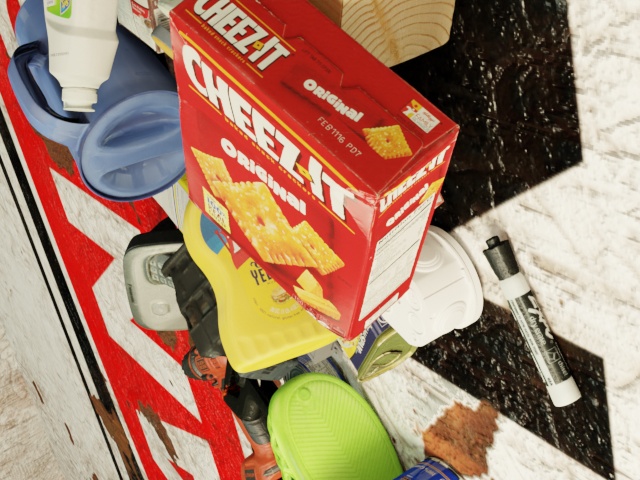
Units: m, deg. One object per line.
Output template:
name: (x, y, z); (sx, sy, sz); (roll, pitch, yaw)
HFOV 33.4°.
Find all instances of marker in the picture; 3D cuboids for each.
marker: (0.140, 0.053, 0.711); (0.121, 0.020, 0.020); (64, 156, -2)

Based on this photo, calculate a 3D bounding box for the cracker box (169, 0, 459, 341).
cracker box: (-0.012, -0.045, 0.659); (0.164, 0.072, 0.214); (42, 159, 16)

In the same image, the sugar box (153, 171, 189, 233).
sugar box: (-0.123, -0.035, 1.123); (0.176, 0.048, 0.093); (50, 153, 35)

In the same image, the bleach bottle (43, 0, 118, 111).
bleach bottle: (-0.216, -0.242, 0.954); (0.103, 0.067, 0.251); (6, 95, 55)

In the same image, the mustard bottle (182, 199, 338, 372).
mustard bottle: (-0.055, 0.001, 0.843); (0.192, 0.096, 0.058); (68, 160, 13)

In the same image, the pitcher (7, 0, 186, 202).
pitcher: (-0.232, -0.164, 1.085); (0.243, 0.145, 0.149); (53, 171, 35)

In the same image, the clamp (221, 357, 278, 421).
clamp: (-0.072, 0.127, 1.130); (0.210, 0.036, 0.164); (138, 127, -67)

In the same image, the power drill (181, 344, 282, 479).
power drill: (-0.104, 0.206, 1.308); (0.187, 0.057, 0.185); (63, 156, 1)

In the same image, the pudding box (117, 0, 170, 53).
pudding box: (-0.167, -0.245, 1.008); (0.090, 0.039, 0.113); (41, 146, 43)

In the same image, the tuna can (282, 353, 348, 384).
tuna can: (-0.002, 0.152, 1.078); (0.086, 0.033, 0.086); (45, 150, 35)

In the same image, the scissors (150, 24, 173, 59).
scissors: (-0.077, -0.121, 0.968); (0.202, 0.016, 0.096); (43, 176, 8)

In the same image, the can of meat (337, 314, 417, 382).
can of meat: (0.041, 0.055, 0.868); (0.084, 0.057, 0.102); (57, 155, 20)
